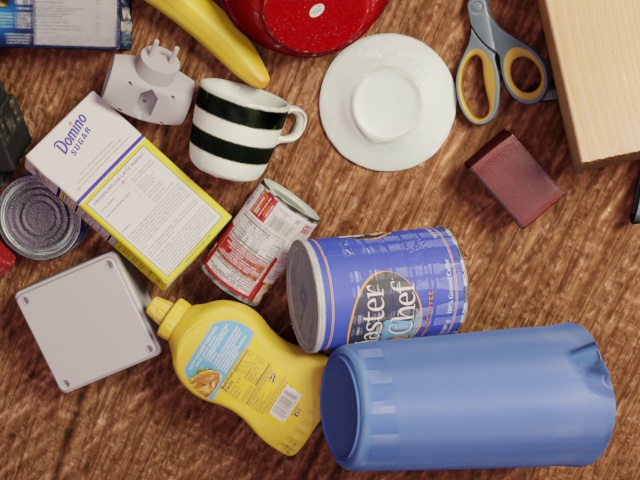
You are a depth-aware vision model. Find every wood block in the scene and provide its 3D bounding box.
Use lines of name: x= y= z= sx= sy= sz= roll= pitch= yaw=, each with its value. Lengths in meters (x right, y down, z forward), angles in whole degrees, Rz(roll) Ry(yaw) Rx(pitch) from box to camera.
wood block: x=0.244 y=-0.171 z=0.923 sx=0.091 sy=0.090 sz=0.206 roll=-12 pitch=86 yaw=10

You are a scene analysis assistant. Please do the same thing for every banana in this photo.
banana: x=-0.126 y=-0.207 z=0.966 sx=0.197 sy=0.069 sz=0.037 roll=32 pitch=130 yaw=-28

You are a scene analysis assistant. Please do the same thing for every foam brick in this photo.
foam brick: x=0.179 y=-0.058 z=0.992 sx=0.051 sy=0.053 sz=0.078 roll=-42 pitch=97 yaw=9

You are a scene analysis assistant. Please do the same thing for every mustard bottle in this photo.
mustard bottle: x=-0.079 y=0.112 z=0.998 sx=0.191 sy=0.058 sz=0.096 roll=33 pitch=104 yaw=1

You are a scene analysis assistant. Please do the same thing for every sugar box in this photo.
sugar box: x=-0.180 y=-0.046 z=1.000 sx=0.176 sy=0.048 sz=0.093 roll=42 pitch=71 yaw=-3

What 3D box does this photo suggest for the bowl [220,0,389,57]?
bowl: x=-0.008 y=-0.216 z=0.929 sx=0.162 sy=0.055 sz=0.162 roll=-5 pitch=134 yaw=-6

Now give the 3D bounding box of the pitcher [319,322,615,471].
pitcher: x=0.124 y=0.149 z=0.958 sx=0.242 sy=0.145 sz=0.149 roll=0 pitch=101 yaw=-21

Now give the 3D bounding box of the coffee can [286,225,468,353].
coffee can: x=0.049 y=0.044 z=0.971 sx=0.140 sy=0.103 sz=0.103 roll=-6 pitch=101 yaw=-16

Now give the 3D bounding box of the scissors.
scissors: x=0.163 y=-0.205 z=0.971 sx=0.096 sy=0.016 sz=0.202 roll=5 pitch=101 yaw=24

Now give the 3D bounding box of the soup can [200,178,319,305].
soup can: x=-0.057 y=0.001 z=1.006 sx=0.068 sy=0.068 sz=0.102 roll=36 pitch=100 yaw=-4

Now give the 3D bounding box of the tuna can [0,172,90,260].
tuna can: x=-0.267 y=-0.025 z=1.029 sx=0.086 sy=0.033 sz=0.086 roll=1 pitch=101 yaw=3
